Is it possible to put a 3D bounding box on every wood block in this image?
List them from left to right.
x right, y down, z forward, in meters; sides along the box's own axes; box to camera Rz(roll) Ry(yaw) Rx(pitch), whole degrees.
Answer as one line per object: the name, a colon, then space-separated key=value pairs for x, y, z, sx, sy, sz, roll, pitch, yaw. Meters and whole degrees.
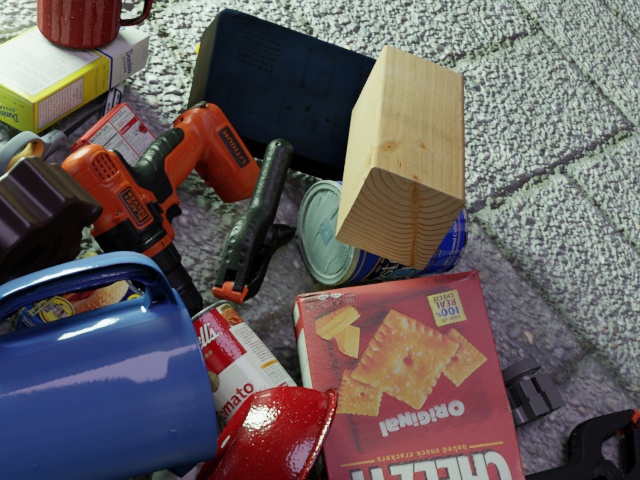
wood block: x=0.078 y=-0.083 z=1.005 sx=0.090 sy=0.091 sz=0.206 roll=20 pitch=39 yaw=-10

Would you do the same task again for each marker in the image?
marker: x=-0.212 y=-0.115 z=1.061 sx=0.020 sy=0.020 sz=0.121 roll=16 pitch=47 yaw=-18

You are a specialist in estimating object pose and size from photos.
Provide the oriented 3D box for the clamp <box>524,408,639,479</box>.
clamp: x=0.278 y=0.242 z=1.031 sx=0.164 sy=0.036 sz=0.209 roll=44 pitch=44 yaw=10

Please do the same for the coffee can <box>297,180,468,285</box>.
coffee can: x=0.062 y=-0.011 z=1.073 sx=0.140 sy=0.103 sz=0.103 roll=-4 pitch=56 yaw=-33

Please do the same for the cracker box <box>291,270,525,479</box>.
cracker box: x=0.073 y=0.141 z=0.905 sx=0.164 sy=0.072 sz=0.214 roll=-7 pitch=68 yaw=-8

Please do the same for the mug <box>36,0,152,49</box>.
mug: x=-0.222 y=-0.239 z=1.040 sx=0.117 sy=0.082 sz=0.093 roll=5 pitch=39 yaw=-11

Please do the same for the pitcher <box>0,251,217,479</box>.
pitcher: x=-0.203 y=0.112 z=0.756 sx=0.242 sy=0.145 sz=0.149 roll=-12 pitch=71 yaw=-19

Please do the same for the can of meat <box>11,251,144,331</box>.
can of meat: x=-0.193 y=0.067 z=0.891 sx=0.084 sy=0.058 sz=0.101 roll=40 pitch=45 yaw=8

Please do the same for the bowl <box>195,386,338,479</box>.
bowl: x=-0.051 y=0.168 z=0.809 sx=0.055 sy=0.162 sz=0.162 roll=33 pitch=44 yaw=-5

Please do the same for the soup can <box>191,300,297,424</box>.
soup can: x=-0.074 y=0.111 z=0.914 sx=0.068 sy=0.069 sz=0.102 roll=-28 pitch=71 yaw=-43

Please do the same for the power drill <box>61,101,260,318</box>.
power drill: x=-0.129 y=-0.033 z=0.986 sx=0.184 sy=0.057 sz=0.187 roll=58 pitch=40 yaw=-11

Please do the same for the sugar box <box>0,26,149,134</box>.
sugar box: x=-0.258 y=-0.172 z=1.052 sx=0.093 sy=0.048 sz=0.176 roll=28 pitch=40 yaw=17

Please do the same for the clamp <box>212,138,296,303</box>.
clamp: x=-0.057 y=0.001 z=0.999 sx=0.039 sy=0.120 sz=0.171 roll=9 pitch=51 yaw=19

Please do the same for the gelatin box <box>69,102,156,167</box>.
gelatin box: x=-0.185 y=-0.077 z=1.017 sx=0.089 sy=0.030 sz=0.073 roll=51 pitch=41 yaw=-16

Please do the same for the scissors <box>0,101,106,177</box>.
scissors: x=-0.255 y=-0.074 z=0.983 sx=0.016 sy=0.096 sz=0.201 roll=31 pitch=19 yaw=3
